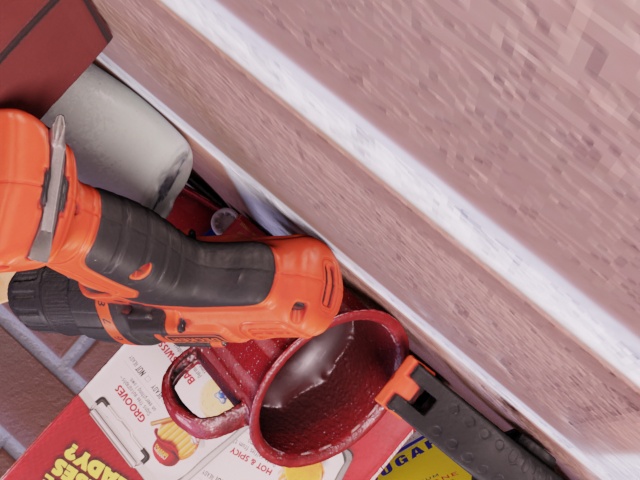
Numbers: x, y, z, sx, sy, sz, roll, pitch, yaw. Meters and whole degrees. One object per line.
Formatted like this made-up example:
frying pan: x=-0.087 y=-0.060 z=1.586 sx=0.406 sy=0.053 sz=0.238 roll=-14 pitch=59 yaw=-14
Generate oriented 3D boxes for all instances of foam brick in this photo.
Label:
foam brick: x=-0.124 y=-0.087 z=0.382 sx=0.078 sy=0.051 sz=0.053 roll=40 pitch=174 yaw=12

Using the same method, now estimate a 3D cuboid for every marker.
marker: x=-0.055 y=0.001 z=0.726 sx=0.020 sy=0.020 sz=0.121 roll=40 pitch=174 yaw=11

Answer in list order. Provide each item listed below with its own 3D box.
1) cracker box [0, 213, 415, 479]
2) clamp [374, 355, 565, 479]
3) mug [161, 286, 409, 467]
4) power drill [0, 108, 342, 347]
cracker box: x=-0.054 y=0.118 z=0.637 sx=0.164 sy=0.213 sz=0.072 roll=39 pitch=173 yaw=14
clamp: x=0.097 y=0.116 z=0.532 sx=0.171 sy=0.039 sz=0.120 roll=41 pitch=171 yaw=-6
mug: x=-0.025 y=0.059 z=0.538 sx=0.082 sy=0.117 sz=0.093 roll=42 pitch=153 yaw=43
power drill: x=-0.108 y=0.006 z=0.447 sx=0.185 sy=0.057 sz=0.187 roll=-5 pitch=165 yaw=29
